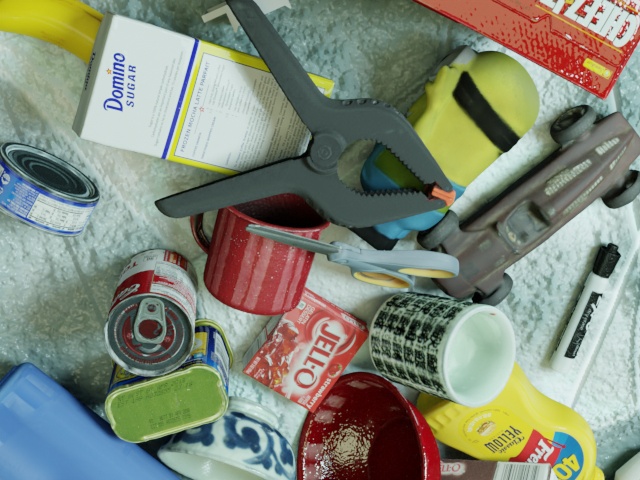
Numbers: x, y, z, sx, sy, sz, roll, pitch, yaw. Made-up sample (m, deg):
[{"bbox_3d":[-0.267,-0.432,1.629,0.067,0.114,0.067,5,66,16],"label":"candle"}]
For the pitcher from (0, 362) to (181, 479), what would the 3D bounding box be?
[{"bbox_3d":[-0.189,0.217,0.870,0.242,0.144,0.149,43,141,-8],"label":"pitcher"}]

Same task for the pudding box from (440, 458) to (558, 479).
[{"bbox_3d":[0.156,0.230,0.924,0.114,0.039,0.090,-3,135,34],"label":"pudding box"}]

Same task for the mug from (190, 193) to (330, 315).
[{"bbox_3d":[-0.056,0.001,0.844,0.117,0.093,0.081,26,116,20],"label":"mug"}]

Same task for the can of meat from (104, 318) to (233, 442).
[{"bbox_3d":[-0.124,0.116,0.877,0.102,0.084,0.057,-17,110,2],"label":"can of meat"}]

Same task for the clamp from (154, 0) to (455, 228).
[{"bbox_3d":[-0.007,-0.058,0.769,0.210,0.036,0.164,26,99,-8],"label":"clamp"}]

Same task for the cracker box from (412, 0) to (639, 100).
[{"bbox_3d":[0.109,-0.180,0.714,0.164,0.213,0.072,24,106,-12],"label":"cracker box"}]

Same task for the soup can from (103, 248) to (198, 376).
[{"bbox_3d":[-0.131,0.054,0.844,0.068,0.102,0.068,-1,110,-3],"label":"soup can"}]

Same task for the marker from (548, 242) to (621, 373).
[{"bbox_3d":[0.226,0.058,0.912,0.020,0.020,0.121,16,108,-9],"label":"marker"}]

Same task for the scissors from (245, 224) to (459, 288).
[{"bbox_3d":[0.036,0.010,0.794,0.096,0.201,0.016,-6,75,26],"label":"scissors"}]

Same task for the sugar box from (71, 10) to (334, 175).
[{"bbox_3d":[-0.086,-0.101,0.794,0.176,0.048,0.093,14,100,-23],"label":"sugar box"}]

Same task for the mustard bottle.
[{"bbox_3d":[0.181,0.176,0.931,0.191,0.058,0.096,38,117,-17],"label":"mustard bottle"}]

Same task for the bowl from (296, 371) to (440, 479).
[{"bbox_3d":[0.050,0.192,0.898,0.055,0.162,0.162,9,112,-38],"label":"bowl"}]

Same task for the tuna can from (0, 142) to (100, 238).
[{"bbox_3d":[-0.213,-0.039,0.814,0.086,0.086,0.034,28,104,-13],"label":"tuna can"}]

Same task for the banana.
[{"bbox_3d":[-0.170,-0.136,0.810,0.197,0.037,0.070,31,124,-12],"label":"banana"}]

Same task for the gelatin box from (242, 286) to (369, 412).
[{"bbox_3d":[-0.013,0.091,0.903,0.073,0.030,0.089,32,105,-14],"label":"gelatin box"}]
